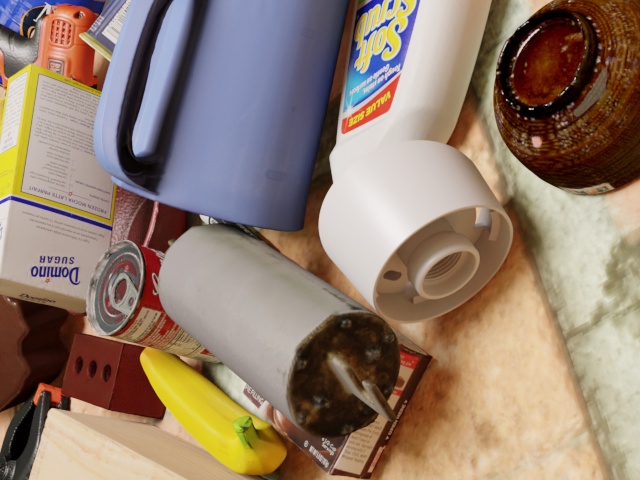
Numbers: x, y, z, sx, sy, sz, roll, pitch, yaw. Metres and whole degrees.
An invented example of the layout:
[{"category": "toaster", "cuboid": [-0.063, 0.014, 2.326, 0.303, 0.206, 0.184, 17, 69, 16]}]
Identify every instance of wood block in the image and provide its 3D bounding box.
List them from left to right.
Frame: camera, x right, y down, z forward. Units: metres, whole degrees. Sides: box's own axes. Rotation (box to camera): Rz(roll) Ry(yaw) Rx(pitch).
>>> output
[{"category": "wood block", "cuboid": [-0.111, 0.186, 0.721, 0.206, 0.090, 0.090, 11, 83, 50]}]

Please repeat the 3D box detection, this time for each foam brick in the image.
[{"category": "foam brick", "cuboid": [-0.159, 0.106, 0.839, 0.078, 0.051, 0.053, 3, 77, 49]}]

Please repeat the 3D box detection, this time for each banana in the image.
[{"category": "banana", "cuboid": [-0.069, 0.118, 0.725, 0.037, 0.069, 0.198, -31, 20, -22]}]

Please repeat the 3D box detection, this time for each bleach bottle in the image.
[{"category": "bleach bottle", "cuboid": [0.059, -0.113, 0.676, 0.103, 0.068, 0.251, -1, 76, 51]}]

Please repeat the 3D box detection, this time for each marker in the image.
[{"category": "marker", "cuboid": [-0.055, 0.001, 0.790, 0.121, 0.020, 0.020, 37, 103, 49]}]

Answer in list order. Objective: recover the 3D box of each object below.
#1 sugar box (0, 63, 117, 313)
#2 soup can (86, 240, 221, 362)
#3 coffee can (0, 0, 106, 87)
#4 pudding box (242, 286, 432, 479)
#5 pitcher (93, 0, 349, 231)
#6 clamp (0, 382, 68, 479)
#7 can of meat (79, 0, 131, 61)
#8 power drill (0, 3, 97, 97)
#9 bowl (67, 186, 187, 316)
[{"category": "sugar box", "cuboid": [-0.208, -0.039, 0.835, 0.048, 0.093, 0.176, -15, 63, 46]}, {"category": "soup can", "cuboid": [-0.106, 0.046, 0.764, 0.069, 0.102, 0.068, -22, 58, 42]}, {"category": "coffee can", "cuboid": [-0.285, -0.231, 1.084, 0.140, 0.102, 0.103, -51, 43, 22]}, {"category": "pudding box", "cuboid": [0.007, 0.084, 0.669, 0.114, 0.039, 0.090, 32, 99, 50]}, {"category": "pitcher", "cuboid": [-0.052, -0.134, 0.694, 0.149, 0.145, 0.243, -120, 44, -79]}, {"category": "clamp", "cuboid": [-0.259, 0.211, 0.919, 0.120, 0.039, 0.171, 31, 98, 48]}, {"category": "can of meat", "cuboid": [-0.144, -0.178, 0.897, 0.057, 0.102, 0.084, 39, 92, 9]}, {"category": "power drill", "cuboid": [-0.305, -0.145, 1.025, 0.188, 0.057, 0.184, 14, 103, 13]}, {"category": "bowl", "cuboid": [-0.159, -0.010, 0.885, 0.162, 0.055, 0.162, -22, 59, 42]}]
